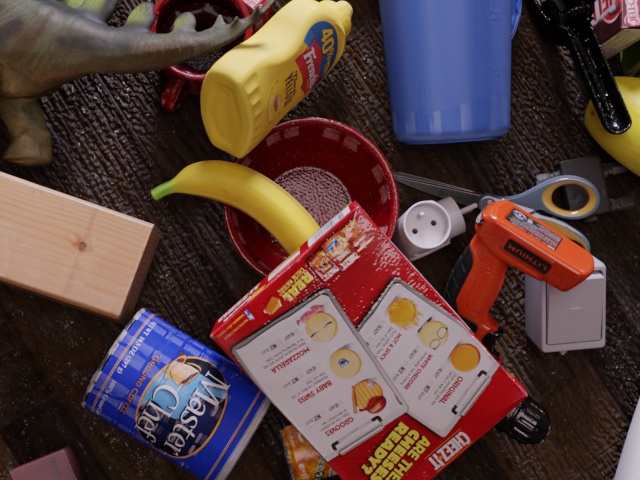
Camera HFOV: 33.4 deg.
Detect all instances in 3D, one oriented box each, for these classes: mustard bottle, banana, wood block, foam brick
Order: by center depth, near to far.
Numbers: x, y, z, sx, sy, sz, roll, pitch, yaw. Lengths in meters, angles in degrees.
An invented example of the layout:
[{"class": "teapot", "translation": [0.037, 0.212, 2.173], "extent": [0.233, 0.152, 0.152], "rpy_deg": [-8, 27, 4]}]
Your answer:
[{"class": "banana", "translation": [-0.050, -0.016, 0.943], "extent": [0.198, 0.037, 0.070], "rpy_deg": [33, 100, 1]}, {"class": "foam brick", "translation": [-0.234, 0.228, 0.946], "extent": [0.053, 0.051, 0.078], "rpy_deg": [-22, 85, -8]}, {"class": "wood block", "translation": [-0.258, 0.000, 0.953], "extent": [0.206, 0.090, 0.091], "rpy_deg": [19, 81, -2]}, {"class": "mustard bottle", "translation": [-0.029, -0.162, 0.958], "extent": [0.058, 0.096, 0.191], "rpy_deg": [27, 52, 20]}]

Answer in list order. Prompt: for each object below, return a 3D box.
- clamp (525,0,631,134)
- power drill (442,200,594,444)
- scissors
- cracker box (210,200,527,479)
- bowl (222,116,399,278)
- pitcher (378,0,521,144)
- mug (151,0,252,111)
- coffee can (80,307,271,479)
[{"class": "clamp", "translation": [0.233, -0.217, 0.976], "extent": [0.036, 0.164, 0.210], "rpy_deg": [-16, 46, -7]}, {"class": "power drill", "translation": [0.160, 0.074, 0.946], "extent": [0.184, 0.057, 0.188], "rpy_deg": [34, 117, 7]}, {"class": "scissors", "translation": [0.177, -0.047, 1.014], "extent": [0.202, 0.016, 0.096], "rpy_deg": [31, 109, 0]}, {"class": "cracker box", "translation": [0.039, 0.098, 0.898], "extent": [0.164, 0.072, 0.213], "rpy_deg": [-42, 97, 5]}, {"class": "bowl", "translation": [-0.010, -0.030, 0.993], "extent": [0.162, 0.055, 0.162], "rpy_deg": [1, 83, -4]}, {"class": "pitcher", "translation": [0.122, -0.213, 0.982], "extent": [0.149, 0.145, 0.243], "rpy_deg": [-3, 97, 3]}, {"class": "mug", "translation": [-0.115, -0.172, 0.989], "extent": [0.093, 0.081, 0.117], "rpy_deg": [24, 82, -1]}, {"class": "coffee can", "translation": [-0.123, 0.139, 0.940], "extent": [0.140, 0.103, 0.103], "rpy_deg": [32, 82, 0]}]
